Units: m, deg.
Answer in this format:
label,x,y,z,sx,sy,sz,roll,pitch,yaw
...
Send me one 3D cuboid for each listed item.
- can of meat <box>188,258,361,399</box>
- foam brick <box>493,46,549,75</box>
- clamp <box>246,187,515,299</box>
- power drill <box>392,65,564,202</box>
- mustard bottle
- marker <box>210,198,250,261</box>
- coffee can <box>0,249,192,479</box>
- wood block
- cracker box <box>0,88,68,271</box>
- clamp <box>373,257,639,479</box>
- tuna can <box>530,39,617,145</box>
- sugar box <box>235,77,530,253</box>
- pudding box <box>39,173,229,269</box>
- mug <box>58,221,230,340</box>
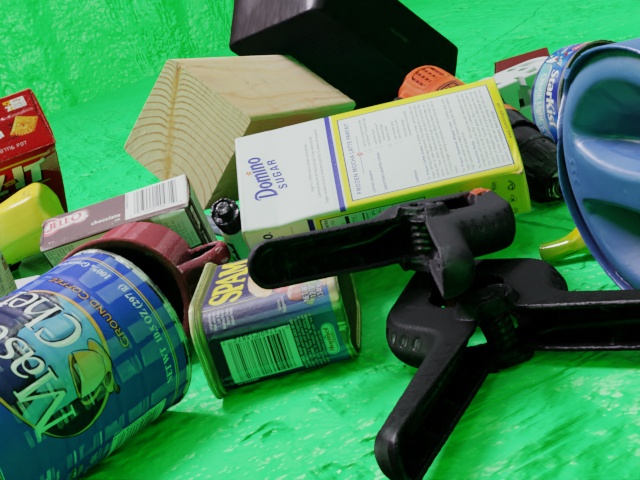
label,x,y,z,sx,sy,sz,roll,pitch,yaw
can of meat,-0.023,0.041,0.615,0.084,0.057,0.102,-15,17,7
foam brick,0.184,-0.134,0.945,0.051,0.053,0.078,-16,16,15
clamp,0.059,0.000,0.555,0.120,0.039,0.171,11,21,40
power drill,0.061,-0.046,0.754,0.187,0.057,0.185,-27,37,-14
mustard bottle,-0.316,0.017,0.933,0.191,0.058,0.096,-28,4,-2
marker,-0.055,0.001,0.725,0.020,0.020,0.121,-20,-21,-2
coffee can,-0.151,0.080,0.552,0.103,0.103,0.140,-5,21,42
wood block,-0.063,-0.100,0.926,0.091,0.090,0.205,-59,-16,23
cracker box,-0.325,-0.033,1.003,0.164,0.072,0.214,-25,-19,-19
clamp,0.094,0.040,0.509,0.164,0.036,0.210,-19,13,1
tuna can,0.192,-0.098,0.760,0.086,0.086,0.034,-28,16,-25
sugar box,0.036,-0.042,0.680,0.176,0.048,0.093,-14,45,7
pudding box,-0.132,0.011,0.771,0.113,0.090,0.039,-16,41,7
mug,-0.112,0.029,0.694,0.117,0.093,0.081,-27,10,9
